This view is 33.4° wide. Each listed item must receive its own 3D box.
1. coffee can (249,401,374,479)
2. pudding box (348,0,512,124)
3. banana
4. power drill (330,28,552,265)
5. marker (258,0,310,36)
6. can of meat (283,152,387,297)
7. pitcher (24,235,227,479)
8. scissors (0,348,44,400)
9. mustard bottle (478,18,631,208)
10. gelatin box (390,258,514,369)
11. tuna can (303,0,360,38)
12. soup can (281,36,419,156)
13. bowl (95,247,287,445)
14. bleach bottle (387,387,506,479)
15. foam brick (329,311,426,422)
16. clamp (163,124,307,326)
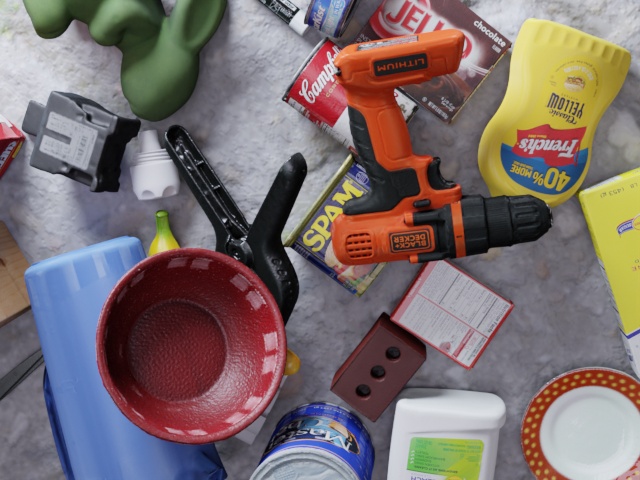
[{"bbox_3d":[-0.006,0.211,0.942,0.103,0.140,0.103,1,98,6],"label":"coffee can"},{"bbox_3d":[0.095,-0.170,0.930,0.113,0.039,0.090,38,99,-1],"label":"pudding box"},{"bbox_3d":[-0.097,0.062,0.963,0.198,0.037,0.070,45,144,16],"label":"banana"},{"bbox_3d":[0.090,-0.073,0.869,0.184,0.057,0.187,-8,107,5],"label":"power drill"},{"bbox_3d":[-0.058,-0.226,0.949,0.121,0.020,0.020,39,100,0],"label":"marker"},{"bbox_3d":[0.030,-0.012,0.951,0.084,0.057,0.102,37,100,-2],"label":"can of meat"},{"bbox_3d":[-0.189,0.127,0.965,0.149,0.145,0.243,-17,92,-7],"label":"pitcher"},{"bbox_3d":[-0.323,0.179,1.036,0.202,0.016,0.096,-24,96,9],"label":"scissors"},{"bbox_3d":[0.189,-0.087,0.920,0.096,0.058,0.192,16,101,-16],"label":"mustard bottle"},{"bbox_3d":[0.119,0.063,0.965,0.089,0.030,0.073,33,99,1],"label":"gelatin box"},{"bbox_3d":[0.019,-0.217,0.909,0.034,0.086,0.086,26,100,0],"label":"tuna can"},{"bbox_3d":[0.026,-0.120,0.930,0.102,0.068,0.068,37,100,0],"label":"soup can"},{"bbox_3d":[-0.112,0.089,0.890,0.161,0.055,0.162,5,78,-22],"label":"bowl"},{"bbox_3d":[0.110,0.265,0.978,0.102,0.068,0.251,4,100,6],"label":"bleach bottle"},{"bbox_3d":[0.053,0.114,0.967,0.053,0.051,0.078,37,100,0],"label":"foam brick"},{"bbox_3d":[-0.056,0.001,0.932,0.165,0.036,0.210,10,122,45],"label":"clamp"}]
